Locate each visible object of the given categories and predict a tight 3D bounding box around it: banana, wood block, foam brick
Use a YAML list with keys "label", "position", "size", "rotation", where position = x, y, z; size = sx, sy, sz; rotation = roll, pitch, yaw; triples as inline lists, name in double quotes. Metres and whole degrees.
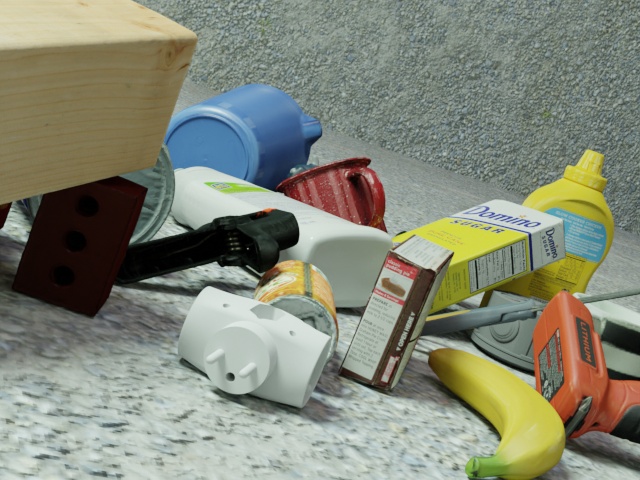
- label: "banana"
  position: [0.114, 0.107, 0.678]
  size: [0.069, 0.037, 0.198]
  rotation: [21, 9, -5]
- label: "wood block"
  position: [-0.165, -0.081, 0.558]
  size: [0.090, 0.091, 0.205]
  rotation: [28, 22, 17]
- label: "foam brick"
  position: [-0.142, -0.003, 0.638]
  size: [0.053, 0.078, 0.051]
  rotation: [20, 8, -4]

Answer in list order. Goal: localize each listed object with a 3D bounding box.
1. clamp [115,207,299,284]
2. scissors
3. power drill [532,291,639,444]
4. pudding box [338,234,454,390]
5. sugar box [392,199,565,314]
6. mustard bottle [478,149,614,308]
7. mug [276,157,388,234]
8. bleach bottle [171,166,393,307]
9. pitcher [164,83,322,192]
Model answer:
- label: "clamp"
  position: [-0.055, 0.001, 0.753]
  size: [0.120, 0.039, 0.171]
  rotation: [3, 14, 27]
- label: "scissors"
  position: [0.146, 0.056, 0.835]
  size: [0.201, 0.016, 0.096]
  rotation: [-9, -3, -4]
- label: "power drill"
  position: [0.249, 0.097, 0.762]
  size: [0.187, 0.057, 0.184]
  rotation: [15, 41, -6]
- label: "pudding box"
  position: [0.055, 0.047, 0.733]
  size: [0.039, 0.090, 0.113]
  rotation: [22, 10, 8]
- label: "sugar box"
  position: [0.122, 0.013, 0.950]
  size: [0.176, 0.048, 0.093]
  rotation: [-23, 26, -27]
- label: "mustard bottle"
  position: [0.231, 0.004, 1.037]
  size: [0.096, 0.192, 0.058]
  rotation: [19, 10, -11]
- label: "mug"
  position: [0.021, -0.027, 0.981]
  size: [0.093, 0.081, 0.117]
  rotation: [-11, -9, -39]
- label: "bleach bottle"
  position: [-0.054, -0.016, 0.941]
  size: [0.102, 0.068, 0.251]
  rotation: [3, 17, -40]
- label: "pitcher"
  position: [-0.104, -0.097, 1.162]
  size: [0.145, 0.149, 0.242]
  rotation: [36, 14, 2]
